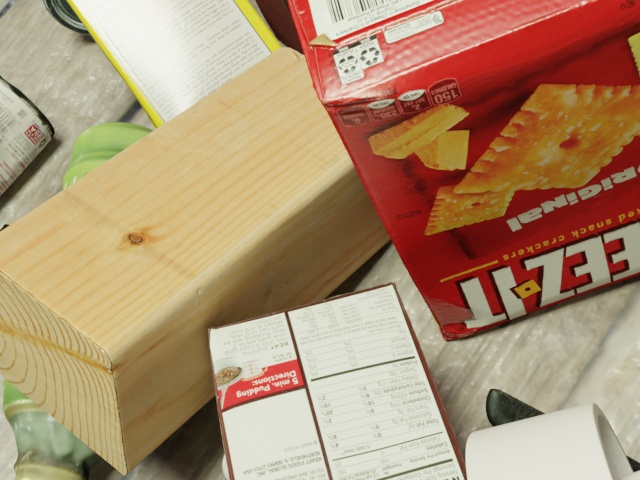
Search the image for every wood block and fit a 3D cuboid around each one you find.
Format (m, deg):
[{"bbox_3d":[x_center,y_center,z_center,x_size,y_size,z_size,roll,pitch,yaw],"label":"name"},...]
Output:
[{"bbox_3d":[-0.054,0.000,0.522,0.091,0.090,0.205,32,51,25],"label":"wood block"}]

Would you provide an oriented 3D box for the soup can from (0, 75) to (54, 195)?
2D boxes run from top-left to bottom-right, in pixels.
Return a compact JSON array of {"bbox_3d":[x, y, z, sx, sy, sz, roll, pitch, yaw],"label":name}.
[{"bbox_3d":[-0.231,-0.055,0.690,0.069,0.068,0.102,29,72,33],"label":"soup can"}]

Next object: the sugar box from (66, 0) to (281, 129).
[{"bbox_3d":[-0.107,-0.154,0.665,0.093,0.048,0.176,-35,86,-4],"label":"sugar box"}]

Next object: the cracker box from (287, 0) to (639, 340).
[{"bbox_3d":[0.099,-0.048,0.465,0.164,0.213,0.072,-19,56,9],"label":"cracker box"}]

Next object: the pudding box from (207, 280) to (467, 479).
[{"bbox_3d":[0.005,0.076,0.438,0.090,0.039,0.113,-14,48,-4],"label":"pudding box"}]
